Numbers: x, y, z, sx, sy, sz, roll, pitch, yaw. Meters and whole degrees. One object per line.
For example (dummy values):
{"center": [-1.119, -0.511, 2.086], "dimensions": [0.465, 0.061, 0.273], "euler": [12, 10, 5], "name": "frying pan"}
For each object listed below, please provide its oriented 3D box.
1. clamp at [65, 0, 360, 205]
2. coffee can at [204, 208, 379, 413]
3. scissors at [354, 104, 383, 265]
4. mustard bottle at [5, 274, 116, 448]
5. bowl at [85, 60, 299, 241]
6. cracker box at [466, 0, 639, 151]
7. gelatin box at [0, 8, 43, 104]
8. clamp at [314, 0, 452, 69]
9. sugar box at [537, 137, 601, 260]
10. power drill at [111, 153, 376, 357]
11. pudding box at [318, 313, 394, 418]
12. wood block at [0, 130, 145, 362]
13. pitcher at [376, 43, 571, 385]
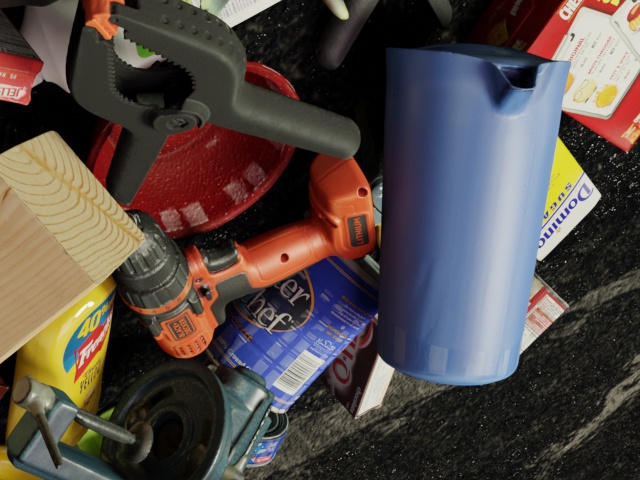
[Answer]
{"center": [-0.086, -0.075, 0.591], "dimensions": [0.165, 0.036, 0.209], "euler": [-15, 156, 18], "name": "clamp"}
{"center": [-0.019, 0.059, 0.891], "dimensions": [0.140, 0.103, 0.102], "euler": [-47, 141, 7], "name": "coffee can"}
{"center": [0.065, -0.048, 0.931], "dimensions": [0.096, 0.016, 0.202], "euler": [-23, 138, -24], "name": "scissors"}
{"center": [-0.184, 0.064, 0.775], "dimensions": [0.096, 0.058, 0.192], "euler": [-55, 165, -57], "name": "mustard bottle"}
{"center": [-0.095, -0.073, 0.732], "dimensions": [0.162, 0.055, 0.162], "euler": [-24, 146, -17], "name": "bowl"}
{"center": [0.244, -0.186, 0.907], "dimensions": [0.213, 0.072, 0.164], "euler": [19, 112, -47], "name": "cracker box"}
{"center": [-0.204, -0.111, 0.586], "dimensions": [0.073, 0.089, 0.030], "euler": [6, 122, -43], "name": "gelatin box"}
{"center": [0.044, -0.198, 0.754], "dimensions": [0.120, 0.039, 0.171], "euler": [-34, 143, -21], "name": "clamp"}
{"center": [0.199, -0.053, 1.014], "dimensions": [0.093, 0.048, 0.176], "euler": [-47, 140, 7], "name": "sugar box"}
{"center": [-0.055, 0.001, 0.760], "dimensions": [0.187, 0.057, 0.184], "euler": [-26, 154, -7], "name": "power drill"}
{"center": [0.029, 0.091, 0.970], "dimensions": [0.039, 0.090, 0.114], "euler": [-18, 137, -33], "name": "pudding box"}
{"center": [-0.220, 0.036, 0.649], "dimensions": [0.206, 0.091, 0.090], "euler": [-37, -172, 19], "name": "wood block"}
{"center": [0.103, -0.025, 0.801], "dimensions": [0.149, 0.145, 0.243], "euler": [-14, 112, -60], "name": "pitcher"}
